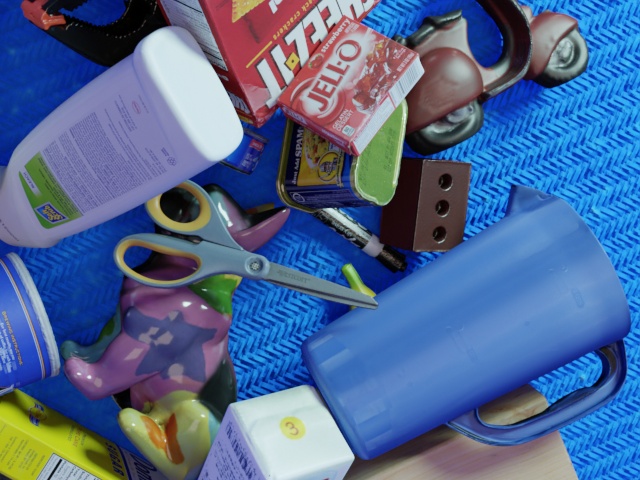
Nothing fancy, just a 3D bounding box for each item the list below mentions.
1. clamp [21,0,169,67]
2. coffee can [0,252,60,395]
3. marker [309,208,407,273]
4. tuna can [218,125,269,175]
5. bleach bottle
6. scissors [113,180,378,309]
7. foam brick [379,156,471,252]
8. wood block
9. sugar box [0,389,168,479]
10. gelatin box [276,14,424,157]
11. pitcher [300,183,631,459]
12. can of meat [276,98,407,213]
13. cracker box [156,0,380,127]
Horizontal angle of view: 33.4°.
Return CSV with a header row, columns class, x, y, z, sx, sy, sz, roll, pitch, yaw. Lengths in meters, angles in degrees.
class,x,y,z,sx,sy,sz,roll,pitch,yaw
clamp,-0.119,-0.188,0.783,0.209,0.036,0.165,-13,126,-46
coffee can,-0.282,0.080,0.808,0.140,0.103,0.103,-21,100,-23
marker,0.025,-0.010,0.913,0.121,0.020,0.020,35,91,-11
tuna can,-0.086,-0.085,0.854,0.086,0.086,0.034,26,94,-11
bleach bottle,-0.181,-0.061,0.800,0.251,0.068,0.102,-22,104,32
scissors,-0.055,0.001,0.810,0.202,0.016,0.096,2,77,2
foam brick,0.087,-0.030,0.895,0.052,0.051,0.078,0,99,-32
wood block,0.101,0.203,0.916,0.206,0.090,0.091,-24,100,-5
sugar box,-0.200,0.183,0.870,0.176,0.093,0.048,30,92,-12
gelatin box,0.022,-0.116,0.802,0.073,0.030,0.089,33,80,26
pitcher,0.116,0.082,0.849,0.242,0.149,0.145,-28,135,-4
can of meat,0.018,-0.075,0.855,0.057,0.084,0.102,18,77,-44
cracker box,-0.041,-0.211,0.767,0.072,0.213,0.164,31,70,31
